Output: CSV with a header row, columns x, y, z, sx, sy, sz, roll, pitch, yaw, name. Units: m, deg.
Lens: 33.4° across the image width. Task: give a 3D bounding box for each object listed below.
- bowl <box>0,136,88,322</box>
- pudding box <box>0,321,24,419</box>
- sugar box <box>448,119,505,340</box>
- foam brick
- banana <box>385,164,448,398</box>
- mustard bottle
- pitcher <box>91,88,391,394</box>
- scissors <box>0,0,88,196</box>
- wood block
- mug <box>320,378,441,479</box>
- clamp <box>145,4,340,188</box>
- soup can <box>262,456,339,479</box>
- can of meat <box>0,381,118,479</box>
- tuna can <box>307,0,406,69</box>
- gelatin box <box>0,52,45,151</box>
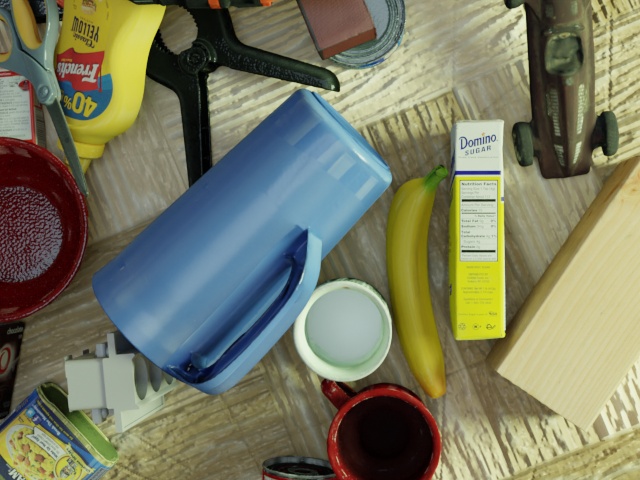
x,y,z,sx,sy,sz,roll,pitch,yaw,name
-0.277,-0.008,0.941,0.162,0.055,0.162,0,85,3,bowl
-0.300,0.114,0.920,0.039,0.113,0.090,12,92,6,pudding box
0.129,-0.009,0.889,0.048,0.093,0.176,-3,90,5,sugar box
0.008,-0.197,0.882,0.051,0.053,0.078,-23,90,5,foam brick
0.081,0.033,0.909,0.037,0.070,0.198,-5,100,-17,banana
-0.192,-0.148,0.920,0.096,0.058,0.192,27,111,28,mustard bottle
-0.056,0.001,0.868,0.243,0.145,0.149,-45,87,9,pitcher
-0.248,-0.129,0.912,0.096,0.016,0.202,-10,86,30,scissors
0.233,0.042,0.882,0.091,0.090,0.206,34,93,4,wood block
0.045,0.158,0.904,0.117,0.081,0.093,41,94,3,mug
-0.108,-0.147,0.937,0.210,0.036,0.165,45,100,7,clamp
-0.020,0.244,0.919,0.068,0.068,0.102,4,92,5,soup can
-0.241,0.188,0.944,0.084,0.057,0.102,-44,88,2,can of meat
0.032,-0.192,0.925,0.086,0.033,0.086,0,91,5,tuna can
-0.287,-0.123,0.957,0.073,0.030,0.089,-3,90,6,gelatin box
